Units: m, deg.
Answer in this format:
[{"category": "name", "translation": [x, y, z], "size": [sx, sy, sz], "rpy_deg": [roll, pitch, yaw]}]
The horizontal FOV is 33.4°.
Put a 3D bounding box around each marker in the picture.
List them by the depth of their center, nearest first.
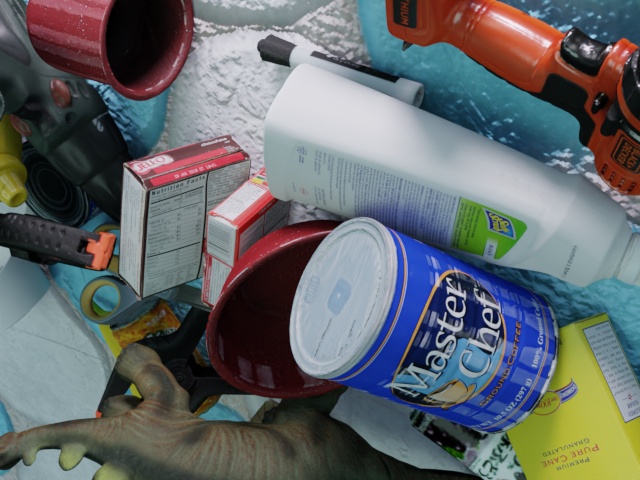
[{"category": "marker", "translation": [0.011, -0.112, 0.704], "size": [0.121, 0.020, 0.020], "rpy_deg": [22, 131, 22]}]

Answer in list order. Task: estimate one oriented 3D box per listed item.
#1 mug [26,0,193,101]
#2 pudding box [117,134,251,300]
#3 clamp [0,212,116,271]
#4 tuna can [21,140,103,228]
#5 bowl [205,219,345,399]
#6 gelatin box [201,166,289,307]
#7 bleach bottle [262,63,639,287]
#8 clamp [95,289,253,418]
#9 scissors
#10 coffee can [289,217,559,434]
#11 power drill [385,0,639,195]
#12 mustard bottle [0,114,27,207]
[{"category": "mug", "translation": [-0.147, -0.162, 0.739], "size": [0.082, 0.093, 0.117], "rpy_deg": [19, 111, 30]}, {"category": "pudding box", "translation": [-0.103, -0.017, 0.798], "size": [0.039, 0.089, 0.114], "rpy_deg": [45, 140, 35]}, {"category": "clamp", "translation": [-0.240, -0.004, 0.852], "size": [0.164, 0.036, 0.210], "rpy_deg": [20, 171, -38]}, {"category": "tuna can", "translation": [-0.217, -0.052, 0.898], "size": [0.086, 0.033, 0.086], "rpy_deg": [19, 129, 24]}, {"category": "bowl", "translation": [-0.008, 0.039, 0.759], "size": [0.055, 0.162, 0.162], "rpy_deg": [-114, 26, -45]}, {"category": "gelatin box", "translation": [-0.055, 0.001, 0.793], "size": [0.030, 0.073, 0.089], "rpy_deg": [26, 132, 20]}, {"category": "bleach bottle", "translation": [0.088, -0.027, 0.676], "size": [0.251, 0.068, 0.102], "rpy_deg": [23, 154, 14]}, {"category": "clamp", "translation": [-0.104, 0.112, 0.887], "size": [0.171, 0.039, 0.120], "rpy_deg": [-36, 97, 13]}, {"category": "scissors", "translation": [-0.135, 0.053, 0.865], "size": [0.202, 0.016, 0.096], "rpy_deg": [35, 102, 37]}, {"category": "coffee can", "translation": [0.066, 0.057, 0.682], "size": [0.140, 0.103, 0.103], "rpy_deg": [22, 143, -28]}, {"category": "power drill", "translation": [0.121, -0.107, 0.555], "size": [0.188, 0.057, 0.184], "rpy_deg": [37, 168, 14]}, {"category": "mustard bottle", "translation": [-0.293, -0.092, 0.863], "size": [0.192, 0.058, 0.096], "rpy_deg": [44, 109, 26]}]
